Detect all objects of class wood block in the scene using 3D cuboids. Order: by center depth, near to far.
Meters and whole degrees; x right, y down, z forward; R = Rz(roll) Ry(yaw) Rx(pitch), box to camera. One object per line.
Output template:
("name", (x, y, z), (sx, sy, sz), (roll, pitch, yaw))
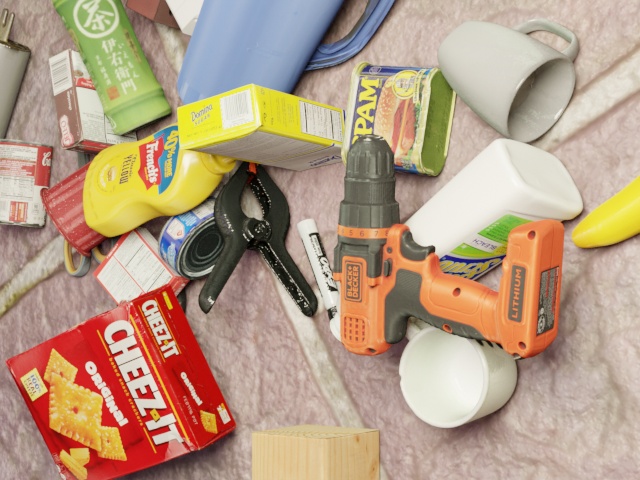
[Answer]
("wood block", (-0.004, 0.281, 0.993), (0.091, 0.090, 0.206), (-4, 85, 37))

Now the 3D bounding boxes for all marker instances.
("marker", (0.004, 0.036, 1.048), (0.020, 0.020, 0.121), (-30, 70, 31))

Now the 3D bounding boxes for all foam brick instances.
("foam brick", (-0.170, -0.281, 1.179), (0.051, 0.052, 0.078), (32, 106, 34))

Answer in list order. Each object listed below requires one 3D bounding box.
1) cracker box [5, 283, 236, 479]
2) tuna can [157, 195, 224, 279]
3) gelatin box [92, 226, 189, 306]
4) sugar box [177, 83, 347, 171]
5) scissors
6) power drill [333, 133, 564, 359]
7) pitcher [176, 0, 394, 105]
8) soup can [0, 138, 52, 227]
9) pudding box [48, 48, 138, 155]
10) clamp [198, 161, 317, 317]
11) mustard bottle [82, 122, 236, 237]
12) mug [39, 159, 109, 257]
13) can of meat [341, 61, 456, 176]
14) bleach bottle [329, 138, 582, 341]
("cracker box", (-0.213, 0.159, 1.112), (0.214, 0.072, 0.164), (-24, 92, 36))
("tuna can", (-0.124, -0.002, 1.105), (0.034, 0.086, 0.086), (41, 110, 29))
("gelatin box", (-0.192, 0.039, 1.144), (0.089, 0.030, 0.073), (46, 106, 25))
("sugar box", (-0.039, -0.102, 0.992), (0.094, 0.175, 0.048), (-10, 83, 35))
("scissors", (-0.265, -0.055, 1.257), (0.096, 0.016, 0.202), (9, 92, 35))
("power drill", (0.096, 0.011, 0.846), (0.188, 0.057, 0.184), (8, 104, 35))
("pitcher", (-0.040, -0.218, 1.016), (0.149, 0.144, 0.243), (44, 130, 17))
("soup can", (-0.366, -0.070, 1.300), (0.069, 0.068, 0.102), (6, 91, 37))
("pudding box", (-0.256, -0.153, 1.211), (0.039, 0.089, 0.113), (-17, 76, 33))
("clamp", (-0.057, 0.001, 1.064), (0.039, 0.120, 0.171), (-35, 46, 56))
("mustard bottle", (-0.154, -0.069, 1.073), (0.192, 0.058, 0.096), (-15, 55, 34))
("mug", (-0.255, -0.047, 1.201), (0.081, 0.093, 0.117), (-33, 33, 3))
("can of meat", (0.073, -0.111, 0.984), (0.084, 0.057, 0.102), (9, 92, 35))
("bleach bottle", (0.103, 0.015, 0.938), (0.251, 0.102, 0.068), (-43, 52, 33))
